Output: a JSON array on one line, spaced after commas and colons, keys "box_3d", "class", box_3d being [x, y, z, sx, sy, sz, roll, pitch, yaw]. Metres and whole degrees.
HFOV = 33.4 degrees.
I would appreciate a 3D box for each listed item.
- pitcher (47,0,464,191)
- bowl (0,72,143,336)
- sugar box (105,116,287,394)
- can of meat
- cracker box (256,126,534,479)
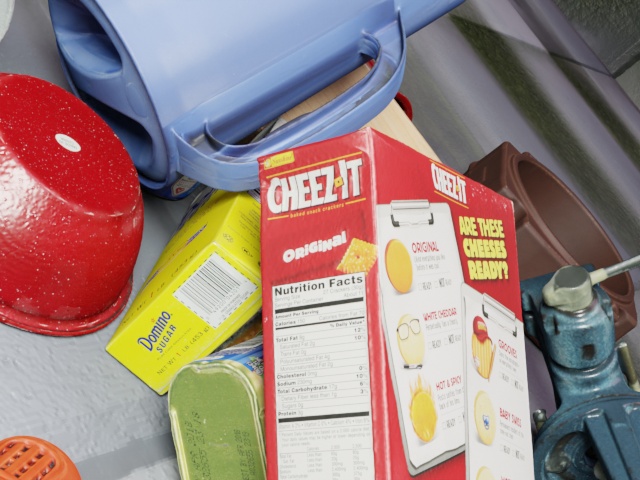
[{"box_3d": [-0.020, -0.132, 0.608, 0.145, 0.242, 0.149, 5, -57, 65], "class": "pitcher"}, {"box_3d": [-0.145, -0.032, 0.544, 0.162, 0.055, 0.162, 38, 26, -23], "class": "bowl"}, {"box_3d": [-0.054, 0.001, 0.603, 0.048, 0.093, 0.176, 41, 25, -15], "class": "sugar box"}, {"box_3d": [-0.026, 0.098, 0.524, 0.083, 0.058, 0.102, -14, 94, -60], "class": "can of meat"}, {"box_3d": [0.041, 0.072, 0.516, 0.164, 0.072, 0.214, 18, 65, -56], "class": "cracker box"}]
